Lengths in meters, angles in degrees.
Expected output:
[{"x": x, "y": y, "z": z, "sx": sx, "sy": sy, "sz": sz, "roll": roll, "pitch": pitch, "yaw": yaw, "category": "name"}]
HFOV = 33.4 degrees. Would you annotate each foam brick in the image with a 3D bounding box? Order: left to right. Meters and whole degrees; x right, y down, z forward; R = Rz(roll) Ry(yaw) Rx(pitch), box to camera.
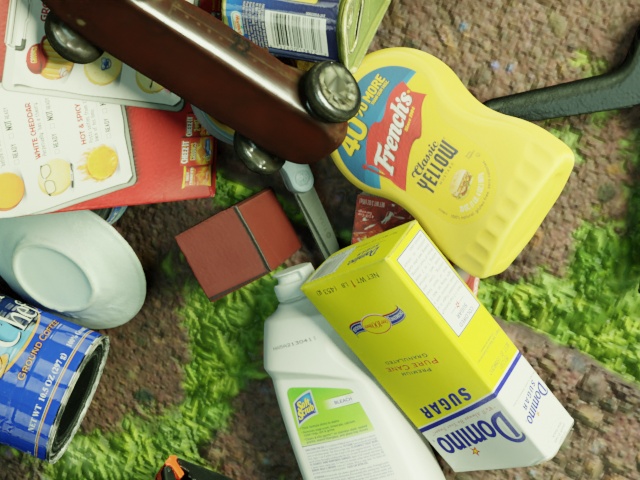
[{"x": -0.055, "y": 0.001, "z": 0.737, "sx": 0.053, "sy": 0.078, "sz": 0.051, "roll": -27, "pitch": 94, "yaw": 18, "category": "foam brick"}]

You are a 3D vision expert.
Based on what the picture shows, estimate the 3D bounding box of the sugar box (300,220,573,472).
[{"x": 0.075, "y": 0.075, "z": 0.695, "sx": 0.176, "sy": 0.048, "sz": 0.094, "roll": 52, "pitch": 143, "yaw": -12, "category": "sugar box"}]

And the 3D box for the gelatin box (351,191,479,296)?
[{"x": 0.066, "y": 0.008, "z": 0.728, "sx": 0.089, "sy": 0.030, "sz": 0.073, "roll": 10, "pitch": 106, "yaw": 14, "category": "gelatin box"}]

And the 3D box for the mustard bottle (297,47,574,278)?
[{"x": 0.059, "y": -0.067, "z": 0.682, "sx": 0.192, "sy": 0.058, "sz": 0.096, "roll": 39, "pitch": 116, "yaw": 22, "category": "mustard bottle"}]

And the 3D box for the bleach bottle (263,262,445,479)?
[{"x": 0.029, "y": 0.135, "z": 0.754, "sx": 0.103, "sy": 0.068, "sz": 0.251, "roll": -18, "pitch": 96, "yaw": 19, "category": "bleach bottle"}]

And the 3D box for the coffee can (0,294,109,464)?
[{"x": -0.242, "y": 0.092, "z": 0.791, "sx": 0.140, "sy": 0.102, "sz": 0.103, "roll": 22, "pitch": 109, "yaw": 1, "category": "coffee can"}]

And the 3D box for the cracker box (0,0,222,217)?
[{"x": -0.169, "y": -0.104, "z": 0.678, "sx": 0.072, "sy": 0.213, "sz": 0.164, "roll": 23, "pitch": 115, "yaw": 49, "category": "cracker box"}]

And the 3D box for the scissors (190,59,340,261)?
[{"x": -0.033, "y": -0.045, "z": 0.724, "sx": 0.016, "sy": 0.096, "sz": 0.202, "roll": 6, "pitch": 108, "yaw": 58, "category": "scissors"}]

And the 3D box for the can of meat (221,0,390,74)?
[{"x": -0.006, "y": -0.157, "z": 0.672, "sx": 0.084, "sy": 0.102, "sz": 0.057, "roll": 12, "pitch": 143, "yaw": 16, "category": "can of meat"}]
